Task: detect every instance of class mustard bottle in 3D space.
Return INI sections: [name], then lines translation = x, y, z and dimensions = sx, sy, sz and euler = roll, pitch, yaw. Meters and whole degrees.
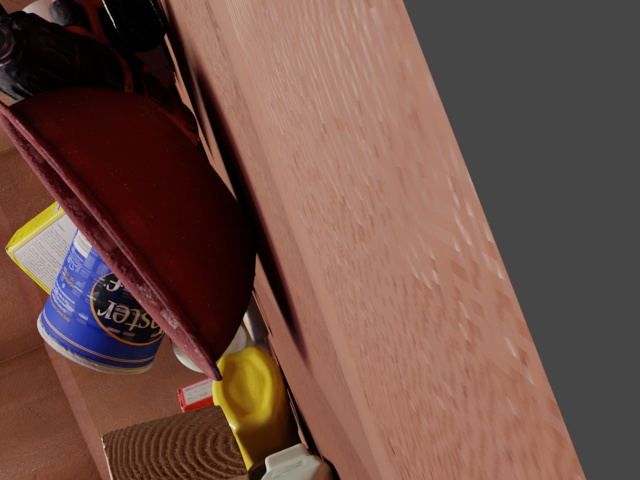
[mustard bottle]
translation = -0.035, 0.186, 0.883
dimensions = 0.096, 0.058, 0.191
euler = -114, 6, -54

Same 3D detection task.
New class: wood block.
[wood block]
translation = -0.093, 0.237, 0.783
dimensions = 0.090, 0.090, 0.206
euler = -127, 27, -60

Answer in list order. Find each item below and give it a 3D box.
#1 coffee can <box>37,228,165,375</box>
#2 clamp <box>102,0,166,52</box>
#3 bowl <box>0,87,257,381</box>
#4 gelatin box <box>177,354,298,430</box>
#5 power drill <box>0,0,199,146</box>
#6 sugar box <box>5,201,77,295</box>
[coffee can]
translation = -0.160, 0.025, 0.879
dimensions = 0.140, 0.102, 0.103
euler = -64, 22, 15
[clamp]
translation = -0.127, -0.185, 0.523
dimensions = 0.120, 0.039, 0.171
euler = 74, 171, -72
[bowl]
translation = -0.078, -0.014, 0.487
dimensions = 0.162, 0.055, 0.162
euler = 47, 167, 14
[gelatin box]
translation = -0.072, 0.149, 0.932
dimensions = 0.030, 0.089, 0.073
euler = -120, 11, -58
[power drill]
translation = -0.143, -0.134, 0.580
dimensions = 0.188, 0.057, 0.184
euler = 69, -169, 16
[sugar box]
translation = -0.191, -0.012, 0.968
dimensions = 0.093, 0.176, 0.048
euler = 48, -157, -22
